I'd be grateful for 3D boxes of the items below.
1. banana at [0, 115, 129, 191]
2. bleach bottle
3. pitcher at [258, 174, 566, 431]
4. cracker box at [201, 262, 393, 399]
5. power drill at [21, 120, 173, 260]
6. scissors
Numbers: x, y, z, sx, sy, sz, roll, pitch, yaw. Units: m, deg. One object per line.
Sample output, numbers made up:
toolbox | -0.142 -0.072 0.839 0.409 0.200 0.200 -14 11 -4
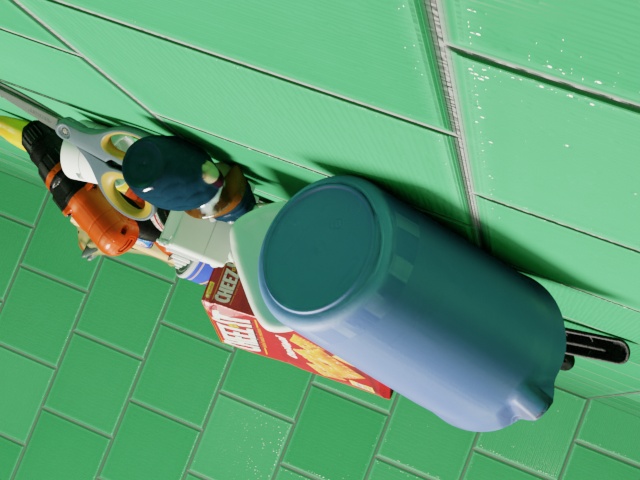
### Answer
banana | -0.287 -0.096 1.250 0.197 0.037 0.070 25 173 -36
bleach bottle | -0.025 0.035 0.933 0.068 0.102 0.251 -21 171 -1
pitcher | 0.062 0.041 0.772 0.149 0.145 0.242 -8 154 35
cracker box | -0.013 0.096 1.170 0.214 0.072 0.164 17 160 9
power drill | -0.229 -0.050 1.173 0.184 0.057 0.187 50 -166 20
scissors | -0.211 -0.077 0.926 0.202 0.096 0.016 18 -144 22
